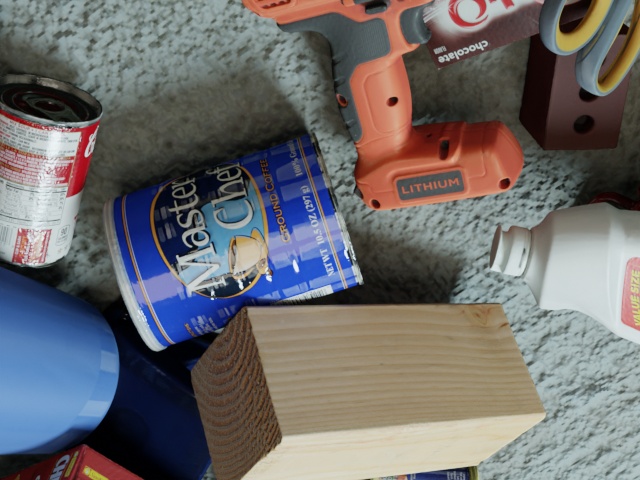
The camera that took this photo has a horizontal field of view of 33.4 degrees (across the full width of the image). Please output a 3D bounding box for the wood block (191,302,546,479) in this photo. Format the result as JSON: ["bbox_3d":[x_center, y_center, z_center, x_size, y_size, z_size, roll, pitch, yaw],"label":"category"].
[{"bbox_3d":[0.032,0.101,0.704,0.205,0.091,0.090,1,146,-33],"label":"wood block"}]

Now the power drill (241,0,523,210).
[{"bbox_3d":[0.061,-0.112,0.627,0.185,0.057,0.187,-7,125,25],"label":"power drill"}]

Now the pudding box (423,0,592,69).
[{"bbox_3d":[0.103,-0.163,0.633,0.114,0.039,0.090,-16,122,28],"label":"pudding box"}]

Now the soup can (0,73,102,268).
[{"bbox_3d":[-0.179,-0.042,0.660,0.068,0.068,0.102,12,116,-15],"label":"soup can"}]

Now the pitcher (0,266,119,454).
[{"bbox_3d":[-0.234,0.070,0.618,0.149,0.242,0.145,6,79,25],"label":"pitcher"}]

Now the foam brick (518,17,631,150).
[{"bbox_3d":[0.164,-0.104,0.687,0.053,0.051,0.078,-2,118,-8],"label":"foam brick"}]

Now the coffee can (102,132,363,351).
[{"bbox_3d":[-0.054,0.001,0.681,0.140,0.103,0.103,-18,119,1],"label":"coffee can"}]
